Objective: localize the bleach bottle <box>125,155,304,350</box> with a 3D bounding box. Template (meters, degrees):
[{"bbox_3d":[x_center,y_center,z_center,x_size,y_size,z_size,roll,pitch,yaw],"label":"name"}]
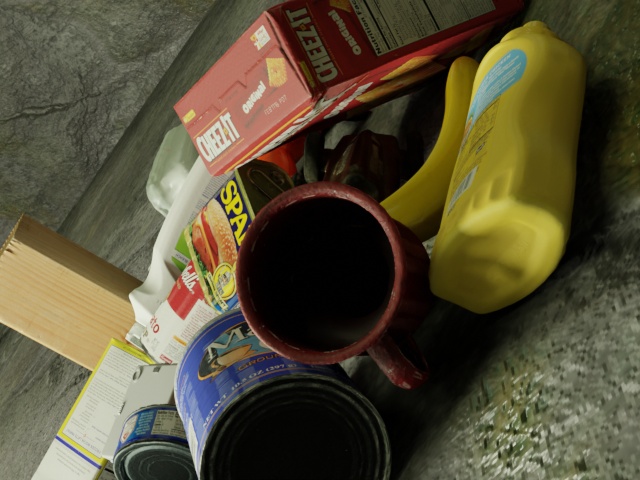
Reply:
[{"bbox_3d":[-0.118,-0.005,1.058,0.251,0.102,0.068,-57,8,-9],"label":"bleach bottle"}]

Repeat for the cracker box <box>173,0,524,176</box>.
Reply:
[{"bbox_3d":[0.022,-0.133,0.784,0.213,0.072,0.164,-28,-2,-33],"label":"cracker box"}]

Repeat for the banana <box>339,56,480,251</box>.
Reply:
[{"bbox_3d":[0.073,-0.051,0.670,0.197,0.070,0.037,-49,-17,-35],"label":"banana"}]

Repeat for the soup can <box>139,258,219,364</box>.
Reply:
[{"bbox_3d":[-0.113,0.068,0.986,0.102,0.068,0.068,-54,17,15],"label":"soup can"}]

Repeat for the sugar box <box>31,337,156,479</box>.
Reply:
[{"bbox_3d":[-0.211,0.191,1.042,0.093,0.048,0.176,18,77,48],"label":"sugar box"}]

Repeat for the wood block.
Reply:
[{"bbox_3d":[-0.249,0.070,1.127,0.091,0.206,0.090,-56,17,8],"label":"wood block"}]

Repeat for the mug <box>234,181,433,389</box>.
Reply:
[{"bbox_3d":[0.020,0.030,0.570,0.093,0.117,0.081,-43,-19,11],"label":"mug"}]

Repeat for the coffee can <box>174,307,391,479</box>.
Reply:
[{"bbox_3d":[-0.027,0.104,0.616,0.103,0.102,0.140,-57,17,3],"label":"coffee can"}]

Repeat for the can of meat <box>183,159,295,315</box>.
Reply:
[{"bbox_3d":[-0.056,0.001,0.831,0.084,0.057,0.102,-45,52,33],"label":"can of meat"}]

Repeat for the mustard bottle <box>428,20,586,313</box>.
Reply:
[{"bbox_3d":[0.109,-0.058,0.591,0.096,0.058,0.191,120,171,-50],"label":"mustard bottle"}]

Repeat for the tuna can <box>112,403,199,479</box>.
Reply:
[{"bbox_3d":[-0.107,0.158,0.777,0.086,0.086,0.033,-45,23,38],"label":"tuna can"}]
